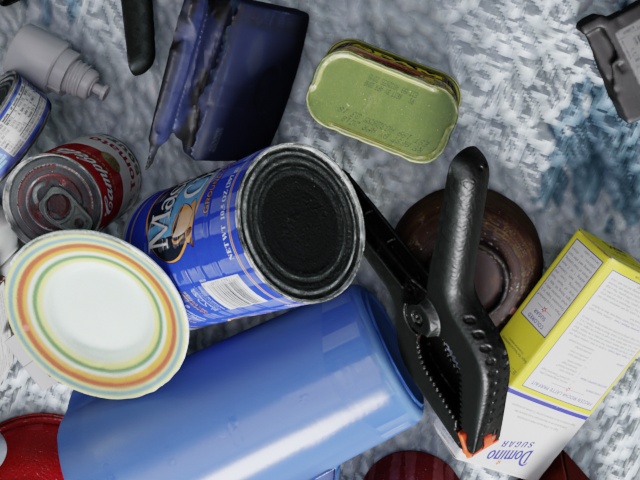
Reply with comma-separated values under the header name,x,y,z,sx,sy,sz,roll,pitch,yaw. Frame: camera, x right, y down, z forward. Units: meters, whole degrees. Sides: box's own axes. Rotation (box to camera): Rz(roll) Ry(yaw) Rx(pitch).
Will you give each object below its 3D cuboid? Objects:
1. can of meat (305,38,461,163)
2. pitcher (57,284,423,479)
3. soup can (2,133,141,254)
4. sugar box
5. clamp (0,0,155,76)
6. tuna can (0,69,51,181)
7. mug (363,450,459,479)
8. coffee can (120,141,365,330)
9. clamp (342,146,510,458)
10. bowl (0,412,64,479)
name,x,y,z,sx,sy,sz,roll,pitch,yaw
can of meat,0.043,-0.094,0.717,0.102,0.084,0.057,21,105,1
pitcher,-0.049,0.139,0.764,0.243,0.145,0.149,-27,131,9
soup can,-0.170,-0.035,0.746,0.068,0.102,0.068,2,104,6
sugar box,0.165,0.084,0.748,0.093,0.048,0.176,24,111,-36
clamp,-0.151,-0.211,0.734,0.120,0.039,0.171,18,99,-3
tuna can,-0.225,-0.074,0.736,0.086,0.086,0.033,-42,120,14
mug,0.073,0.217,0.791,0.093,0.081,0.117,-31,98,13
coffee can,-0.055,0.001,0.710,0.141,0.102,0.103,-16,105,48
clamp,0.078,0.038,0.680,0.036,0.165,0.210,-23,93,-28
bowl,-0.219,0.221,0.840,0.162,0.055,0.162,2,105,6
